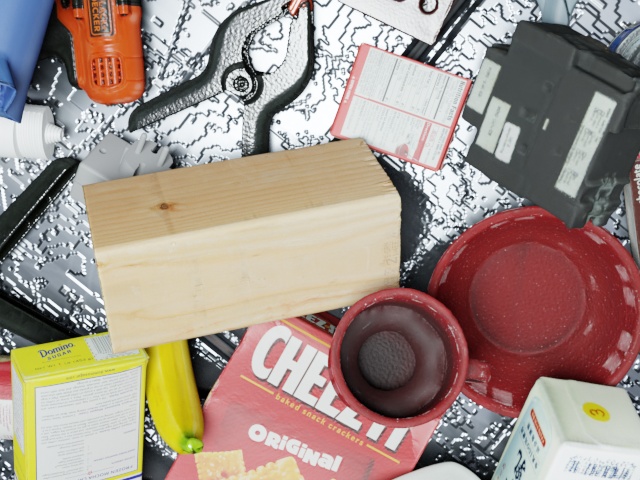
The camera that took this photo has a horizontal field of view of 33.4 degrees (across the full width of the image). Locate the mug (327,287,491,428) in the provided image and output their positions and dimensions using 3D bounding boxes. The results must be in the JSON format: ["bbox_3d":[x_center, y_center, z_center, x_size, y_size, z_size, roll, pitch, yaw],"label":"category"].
[{"bbox_3d":[0.061,0.085,0.745,0.117,0.081,0.093,6,79,-5],"label":"mug"}]

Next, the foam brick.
[{"bbox_3d":[0.058,-0.180,0.774,0.078,0.051,0.053,24,102,0],"label":"foam brick"}]

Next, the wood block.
[{"bbox_3d":[-0.055,0.000,0.755,0.206,0.091,0.090,-10,126,-11],"label":"wood block"}]

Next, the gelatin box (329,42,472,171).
[{"bbox_3d":[0.060,-0.100,0.800,0.089,0.030,0.073,19,100,2],"label":"gelatin box"}]

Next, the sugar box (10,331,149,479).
[{"bbox_3d":[-0.182,0.155,0.804,0.093,0.048,0.176,-8,125,-27],"label":"sugar box"}]

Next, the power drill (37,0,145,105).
[{"bbox_3d":[-0.226,-0.189,0.795,0.188,0.057,0.184,-4,96,7],"label":"power drill"}]

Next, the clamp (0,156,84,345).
[{"bbox_3d":[-0.268,0.022,0.842,0.210,0.036,0.164,-4,84,11],"label":"clamp"}]

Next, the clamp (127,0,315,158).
[{"bbox_3d":[-0.052,-0.108,0.805,0.120,0.039,0.172,42,108,-10],"label":"clamp"}]

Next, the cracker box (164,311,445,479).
[{"bbox_3d":[-0.020,0.169,0.833,0.164,0.072,0.214,29,101,-1],"label":"cracker box"}]

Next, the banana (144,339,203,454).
[{"bbox_3d":[-0.113,0.083,0.808,0.037,0.198,0.070,4,143,-30],"label":"banana"}]

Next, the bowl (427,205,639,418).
[{"bbox_3d":[0.159,0.050,0.805,0.162,0.055,0.162,1,100,5],"label":"bowl"}]
